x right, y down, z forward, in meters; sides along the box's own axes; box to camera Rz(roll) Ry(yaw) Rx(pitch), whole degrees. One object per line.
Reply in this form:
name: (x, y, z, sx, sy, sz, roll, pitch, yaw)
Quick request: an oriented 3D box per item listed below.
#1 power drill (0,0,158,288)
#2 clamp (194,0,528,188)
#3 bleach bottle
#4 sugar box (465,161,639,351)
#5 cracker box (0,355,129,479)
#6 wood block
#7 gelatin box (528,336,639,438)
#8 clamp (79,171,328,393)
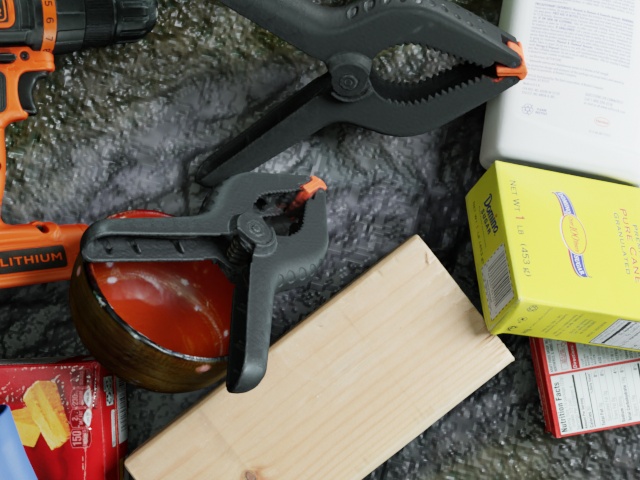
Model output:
power drill: (-0.175, -0.068, 0.638, 0.184, 0.057, 0.187, -8, 92, -29)
clamp: (0.012, -0.093, 0.623, 0.210, 0.165, 0.036, 4, 42, 0)
bleach bottle: (0.167, -0.160, 0.659, 0.102, 0.068, 0.251, 12, 83, -1)
sugar box: (0.175, 0.015, 0.611, 0.176, 0.048, 0.093, 7, 57, -16)
cracker box: (-0.223, 0.154, 0.632, 0.213, 0.072, 0.164, -3, 86, 1)
wood block: (-0.001, 0.096, 0.626, 0.206, 0.090, 0.091, -37, 87, -3)
gelatin box: (0.177, 0.077, 0.656, 0.089, 0.030, 0.073, -10, 87, 0)
clamp: (-0.054, 0.001, 0.605, 0.120, 0.171, 0.039, 41, 126, -5)
